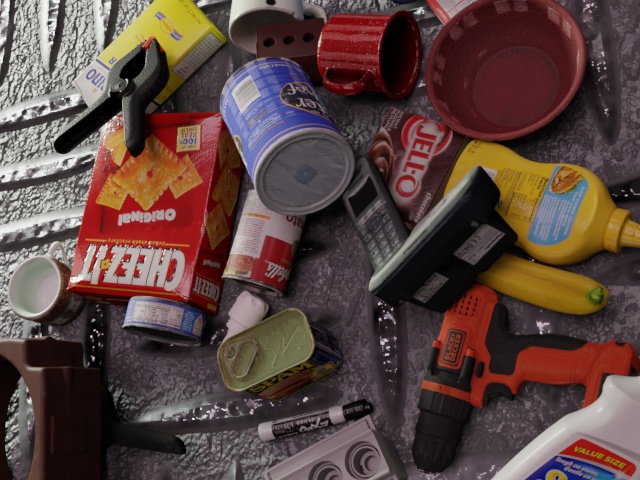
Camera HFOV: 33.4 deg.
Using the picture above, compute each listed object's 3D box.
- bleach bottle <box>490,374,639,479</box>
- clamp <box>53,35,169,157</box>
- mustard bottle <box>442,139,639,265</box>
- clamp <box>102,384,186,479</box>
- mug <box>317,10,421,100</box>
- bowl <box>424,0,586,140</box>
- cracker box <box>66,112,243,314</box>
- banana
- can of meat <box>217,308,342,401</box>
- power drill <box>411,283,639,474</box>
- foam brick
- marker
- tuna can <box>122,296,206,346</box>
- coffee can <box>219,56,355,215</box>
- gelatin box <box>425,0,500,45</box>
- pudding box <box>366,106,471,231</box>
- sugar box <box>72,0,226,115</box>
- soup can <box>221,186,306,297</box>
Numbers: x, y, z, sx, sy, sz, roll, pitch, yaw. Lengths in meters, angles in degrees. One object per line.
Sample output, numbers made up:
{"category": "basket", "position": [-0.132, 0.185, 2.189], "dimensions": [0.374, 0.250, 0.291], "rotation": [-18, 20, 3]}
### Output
{"category": "bleach bottle", "position": [0.207, 0.194, 0.890], "dimensions": [0.102, 0.068, 0.251], "rotation": [39, 112, 13]}
{"category": "clamp", "position": [-0.227, -0.157, 1.191], "dimensions": [0.120, 0.039, 0.171], "rotation": [1, 51, 20]}
{"category": "mustard bottle", "position": [0.215, -0.029, 1.012], "dimensions": [0.192, 0.058, 0.096], "rotation": [19, 78, 28]}
{"category": "clamp", "position": [-0.236, 0.210, 1.149], "dimensions": [0.165, 0.036, 0.210], "rotation": [-45, 58, 14]}
{"category": "mug", "position": [0.045, -0.189, 1.120], "dimensions": [0.082, 0.093, 0.117], "rotation": [10, 48, 32]}
{"category": "bowl", "position": [0.189, -0.166, 1.071], "dimensions": [0.162, 0.055, 0.162], "rotation": [-8, 70, 22]}
{"category": "cracker box", "position": [-0.180, -0.034, 1.187], "dimensions": [0.164, 0.072, 0.213], "rotation": [3, 75, 26]}
{"category": "banana", "position": [0.194, 0.033, 0.995], "dimensions": [0.198, 0.069, 0.037], "rotation": [16, 68, 45]}
{"category": "can of meat", "position": [-0.038, 0.117, 1.065], "dimensions": [0.102, 0.083, 0.057], "rotation": [-27, 64, 14]}
{"category": "power drill", "position": [0.183, 0.141, 0.972], "dimensions": [0.188, 0.057, 0.184], "rotation": [12, 82, 26]}
{"category": "foam brick", "position": [-0.029, -0.206, 1.174], "dimensions": [0.078, 0.051, 0.053], "rotation": [-6, 62, 8]}
{"category": "marker", "position": [-0.005, 0.180, 1.067], "dimensions": [0.121, 0.020, 0.020], "rotation": [-17, 67, 19]}
{"category": "tuna can", "position": [-0.165, 0.086, 1.133], "dimensions": [0.086, 0.086, 0.033], "rotation": [4, 73, 25]}
{"category": "coffee can", "position": [-0.036, -0.107, 1.085], "dimensions": [0.103, 0.102, 0.140], "rotation": [-36, 44, 10]}
{"category": "gelatin box", "position": [0.165, -0.257, 1.126], "dimensions": [0.089, 0.030, 0.073], "rotation": [-37, 61, 9]}
{"category": "pudding box", "position": [0.092, -0.071, 1.093], "dimensions": [0.090, 0.039, 0.113], "rotation": [23, 84, 29]}
{"category": "sugar box", "position": [-0.206, -0.213, 1.273], "dimensions": [0.176, 0.048, 0.093], "rotation": [-42, 62, 6]}
{"category": "soup can", "position": [-0.057, 0.001, 1.122], "dimensions": [0.069, 0.068, 0.102], "rotation": [10, 77, 27]}
